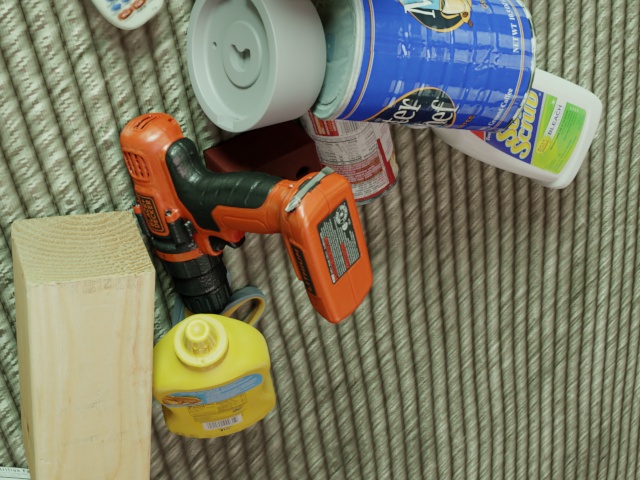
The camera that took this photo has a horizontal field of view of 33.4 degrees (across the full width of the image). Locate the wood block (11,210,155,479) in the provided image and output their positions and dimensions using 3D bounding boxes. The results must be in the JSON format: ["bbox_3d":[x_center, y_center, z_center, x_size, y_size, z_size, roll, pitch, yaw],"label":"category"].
[{"bbox_3d":[-0.179,0.091,0.806,0.090,0.091,0.206,-6,123,-21],"label":"wood block"}]

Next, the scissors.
[{"bbox_3d":[-0.135,0.091,0.903,0.201,0.016,0.096,-34,132,-14],"label":"scissors"}]

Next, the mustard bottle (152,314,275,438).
[{"bbox_3d":[-0.087,0.104,0.844,0.096,0.058,0.192,-12,156,-5],"label":"mustard bottle"}]

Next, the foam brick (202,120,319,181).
[{"bbox_3d":[-0.045,-0.055,0.846,0.078,0.051,0.053,-27,132,-21],"label":"foam brick"}]

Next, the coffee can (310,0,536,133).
[{"bbox_3d":[0.069,-0.133,0.772,0.140,0.103,0.103,2,118,-21],"label":"coffee can"}]

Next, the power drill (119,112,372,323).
[{"bbox_3d":[-0.055,0.001,0.782,0.057,0.188,0.184,-48,136,-35],"label":"power drill"}]

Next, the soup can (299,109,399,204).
[{"bbox_3d":[0.021,-0.088,0.863,0.068,0.069,0.102,-33,133,-15],"label":"soup can"}]

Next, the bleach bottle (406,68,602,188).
[{"bbox_3d":[0.143,-0.110,0.930,0.250,0.068,0.103,6,112,-44],"label":"bleach bottle"}]
